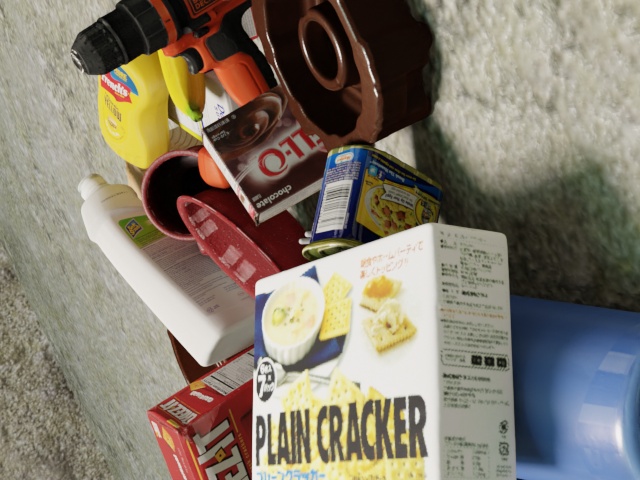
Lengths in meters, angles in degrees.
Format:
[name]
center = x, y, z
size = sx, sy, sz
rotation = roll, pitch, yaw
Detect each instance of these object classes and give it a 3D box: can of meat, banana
[can of meat]
center = 0.042, -0.015, 0.798
size = 0.102, 0.084, 0.058
rotation = 27, 156, -35
[banana]
center = -0.134, -0.199, 1.007
size = 0.070, 0.037, 0.198
rotation = -27, 75, 65

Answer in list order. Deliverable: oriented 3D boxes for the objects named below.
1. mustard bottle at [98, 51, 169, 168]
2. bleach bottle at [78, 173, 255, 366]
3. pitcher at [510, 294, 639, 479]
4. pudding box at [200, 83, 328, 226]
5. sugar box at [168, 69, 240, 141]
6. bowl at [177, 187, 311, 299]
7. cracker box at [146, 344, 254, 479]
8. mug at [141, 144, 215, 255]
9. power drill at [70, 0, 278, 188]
[mustard bottle]
center = -0.192, -0.168, 1.089
size = 0.096, 0.058, 0.192
rotation = 49, 150, 26
[bleach bottle]
center = -0.165, 0.017, 1.132
size = 0.251, 0.102, 0.068
rotation = 45, 131, 20
[pitcher]
center = 0.157, 0.109, 0.702
size = 0.149, 0.145, 0.243
rotation = 24, 169, -27
[pudding box]
center = -0.030, -0.079, 0.896
size = 0.090, 0.113, 0.039
rotation = 56, 170, 14
[sugar box]
center = -0.118, -0.150, 1.091
size = 0.176, 0.048, 0.093
rotation = 33, 142, 43
[bowl]
center = -0.056, 0.001, 0.984
size = 0.162, 0.055, 0.162
rotation = 39, 162, 15
[cracker box]
center = -0.053, 0.199, 1.114
size = 0.072, 0.213, 0.164
rotation = 17, 130, 52
[mug]
center = -0.125, -0.042, 1.102
size = 0.081, 0.093, 0.117
rotation = -54, -52, -74
[power drill]
center = -0.102, -0.140, 0.918
size = 0.057, 0.184, 0.187
rotation = 33, 153, 51
